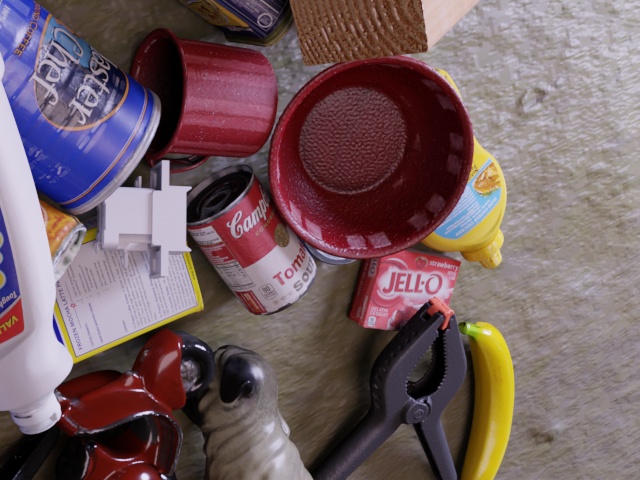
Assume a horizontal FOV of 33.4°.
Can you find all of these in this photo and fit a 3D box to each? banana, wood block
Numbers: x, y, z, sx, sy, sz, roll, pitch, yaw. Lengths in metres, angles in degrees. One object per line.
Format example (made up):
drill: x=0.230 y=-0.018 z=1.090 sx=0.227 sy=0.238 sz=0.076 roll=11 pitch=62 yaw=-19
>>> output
banana: x=0.154 y=0.155 z=1.010 sx=0.069 sy=0.037 sz=0.198 roll=-17 pitch=113 yaw=-29
wood block: x=0.056 y=-0.200 z=0.765 sx=0.205 sy=0.091 sz=0.090 roll=-49 pitch=131 yaw=-56

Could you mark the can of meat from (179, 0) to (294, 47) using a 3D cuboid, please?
can of meat: x=-0.069 y=-0.185 z=0.755 sx=0.083 sy=0.102 sz=0.057 roll=31 pitch=87 yaw=-30

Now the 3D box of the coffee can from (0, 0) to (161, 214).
coffee can: x=-0.191 y=-0.097 z=0.706 sx=0.140 sy=0.103 sz=0.103 roll=38 pitch=83 yaw=-32

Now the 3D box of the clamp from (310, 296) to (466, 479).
clamp: x=0.085 y=0.150 z=0.955 sx=0.164 sy=0.036 sz=0.210 roll=10 pitch=111 yaw=-34

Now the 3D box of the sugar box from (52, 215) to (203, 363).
sugar box: x=-0.180 y=0.038 z=0.782 sx=0.176 sy=0.048 sz=0.093 roll=-21 pitch=109 yaw=-21

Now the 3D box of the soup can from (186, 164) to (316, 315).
soup can: x=-0.055 y=0.001 z=0.831 sx=0.068 sy=0.069 sz=0.102 roll=-42 pitch=120 yaw=-14

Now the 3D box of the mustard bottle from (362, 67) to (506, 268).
mustard bottle: x=0.108 y=-0.048 z=0.918 sx=0.096 sy=0.058 sz=0.191 roll=-42 pitch=119 yaw=-12

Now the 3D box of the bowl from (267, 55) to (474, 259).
bowl: x=0.033 y=-0.069 z=0.817 sx=0.162 sy=0.055 sz=0.162 roll=-6 pitch=113 yaw=-14

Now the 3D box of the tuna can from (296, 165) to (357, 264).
tuna can: x=0.012 y=-0.024 z=0.884 sx=0.086 sy=0.034 sz=0.086 roll=-8 pitch=107 yaw=-28

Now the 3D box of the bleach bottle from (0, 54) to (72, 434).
bleach bottle: x=-0.205 y=0.012 z=0.655 sx=0.102 sy=0.068 sz=0.251 roll=-14 pitch=119 yaw=-1

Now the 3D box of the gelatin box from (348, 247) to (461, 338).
gelatin box: x=0.074 y=0.043 z=0.939 sx=0.089 sy=0.030 sz=0.073 roll=11 pitch=97 yaw=-32

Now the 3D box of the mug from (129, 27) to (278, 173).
mug: x=-0.089 y=-0.094 z=0.782 sx=0.081 sy=0.093 sz=0.117 roll=1 pitch=133 yaw=-35
